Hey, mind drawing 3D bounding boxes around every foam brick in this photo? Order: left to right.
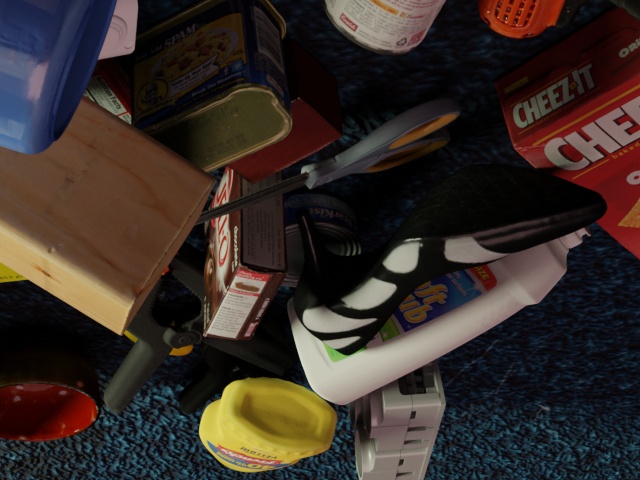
[{"bbox_3d":[-0.032,-0.083,0.696,0.078,0.053,0.051,-27,140,24],"label":"foam brick"}]

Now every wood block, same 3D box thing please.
[{"bbox_3d":[-0.174,-0.043,0.599,0.206,0.090,0.091,32,161,-4],"label":"wood block"}]

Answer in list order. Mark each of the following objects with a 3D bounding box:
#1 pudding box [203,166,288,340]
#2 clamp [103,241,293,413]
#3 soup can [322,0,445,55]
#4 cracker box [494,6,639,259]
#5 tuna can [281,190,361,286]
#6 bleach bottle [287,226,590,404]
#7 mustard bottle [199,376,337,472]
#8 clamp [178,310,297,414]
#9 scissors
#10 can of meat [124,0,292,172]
[{"bbox_3d":[-0.055,0.001,0.757,0.039,0.113,0.090,8,141,-18],"label":"pudding box"},{"bbox_3d":[-0.100,0.066,0.854,0.164,0.036,0.210,-9,141,-11],"label":"clamp"},{"bbox_3d":[0.050,-0.161,0.590,0.068,0.068,0.102,9,142,-22],"label":"soup can"},{"bbox_3d":[0.250,-0.076,0.742,0.164,0.072,0.213,-31,138,28],"label":"cracker box"},{"bbox_3d":[-0.012,-0.001,0.830,0.086,0.034,0.086,-5,144,-4],"label":"tuna can"},{"bbox_3d":[0.097,0.037,0.864,0.251,0.102,0.068,-31,145,20],"label":"bleach bottle"},{"bbox_3d":[-0.057,0.170,0.951,0.096,0.058,0.192,17,158,-11],"label":"mustard bottle"},{"bbox_3d":[-0.060,0.112,0.975,0.120,0.039,0.172,1,143,-16],"label":"clamp"},{"bbox_3d":[0.012,-0.054,0.702,0.201,0.016,0.096,-18,166,-30],"label":"scissors"},{"bbox_3d":[-0.068,-0.093,0.648,0.102,0.084,0.057,-22,142,19],"label":"can of meat"}]
